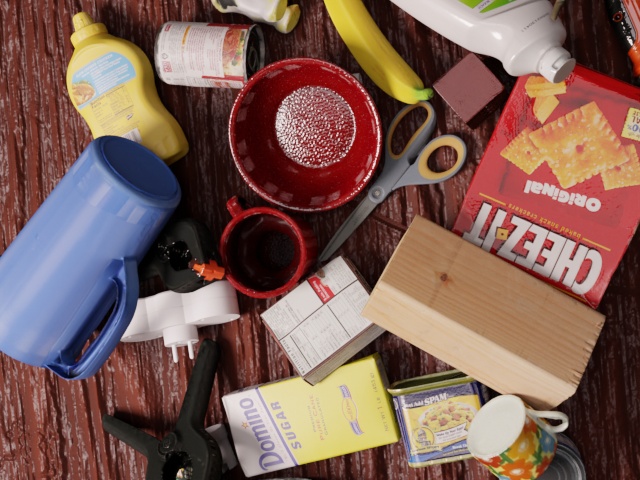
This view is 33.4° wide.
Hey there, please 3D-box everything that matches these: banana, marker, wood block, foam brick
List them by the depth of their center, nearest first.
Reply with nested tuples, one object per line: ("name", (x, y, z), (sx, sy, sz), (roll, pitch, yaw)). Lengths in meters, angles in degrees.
("wood block", (0.156, 0.073, 1.039), (0.206, 0.090, 0.090), (29, 64, 3))
("foam brick", (0.152, -0.149, 1.066), (0.053, 0.078, 0.051), (-41, 81, 12))
("banana", (0.054, -0.208, 1.096), (0.037, 0.070, 0.198), (-29, 74, -26))
("marker", (-0.016, -0.161, 1.137), (0.121, 0.020, 0.020), (-6, 91, 14))

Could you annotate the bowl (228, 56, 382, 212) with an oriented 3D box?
("bowl", (-0.011, -0.113, 1.109), (0.162, 0.055, 0.162), (4, 107, 11))

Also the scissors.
("scissors", (0.081, -0.048, 1.120), (0.096, 0.016, 0.202), (27, 98, 11))

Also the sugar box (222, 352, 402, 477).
("sugar box", (-0.009, 0.187, 1.136), (0.176, 0.048, 0.093), (-17, 87, 13))

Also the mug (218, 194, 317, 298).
("mug", (-0.057, 0.001, 1.122), (0.093, 0.081, 0.117), (-41, 83, 12))

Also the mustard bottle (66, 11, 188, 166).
("mustard bottle", (-0.224, -0.162, 1.168), (0.096, 0.058, 0.191), (-27, 86, 19))

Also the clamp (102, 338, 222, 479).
("clamp", (-0.160, 0.222, 1.131), (0.165, 0.036, 0.210), (-33, 46, 18))

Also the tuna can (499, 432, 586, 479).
("tuna can", (0.223, 0.235, 1.076), (0.086, 0.033, 0.086), (1, 103, 3))

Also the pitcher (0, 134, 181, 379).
("pitcher", (-0.246, 0.018, 1.116), (0.149, 0.145, 0.243), (34, 115, -15))

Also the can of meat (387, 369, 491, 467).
("can of meat", (0.129, 0.181, 1.097), (0.102, 0.057, 0.084), (-13, 91, 14))

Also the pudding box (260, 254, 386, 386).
("pudding box", (0.007, 0.082, 1.110), (0.113, 0.039, 0.090), (-38, 63, 5))

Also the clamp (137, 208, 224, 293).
("clamp", (-0.161, 0.017, 1.135), (0.172, 0.039, 0.120), (40, 117, 50))

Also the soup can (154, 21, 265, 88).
("soup can", (-0.117, -0.198, 1.136), (0.102, 0.068, 0.068), (6, 94, 14))

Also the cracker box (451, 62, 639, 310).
("cracker box", (0.240, -0.061, 1.051), (0.164, 0.072, 0.214), (25, 98, 12))

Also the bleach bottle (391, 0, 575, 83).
("bleach bottle", (0.139, -0.231, 1.028), (0.102, 0.068, 0.251), (-38, 63, -11))
